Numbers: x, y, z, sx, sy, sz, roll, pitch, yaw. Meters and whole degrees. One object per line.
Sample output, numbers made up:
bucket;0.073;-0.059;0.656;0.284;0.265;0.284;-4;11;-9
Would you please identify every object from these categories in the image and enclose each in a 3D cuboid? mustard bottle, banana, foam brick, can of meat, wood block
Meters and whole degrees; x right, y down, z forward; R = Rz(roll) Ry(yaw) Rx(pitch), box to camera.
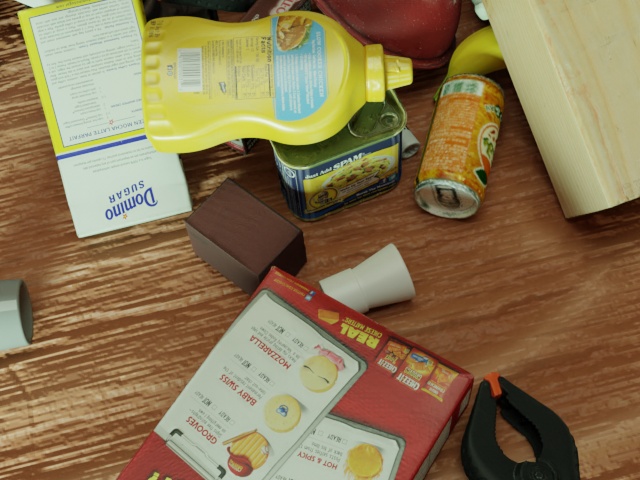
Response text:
mustard bottle;-0.030;-0.116;0.767;0.191;0.058;0.096;-3;74;2
banana;0.192;-0.147;0.869;0.198;0.070;0.037;1;34;6
foam brick;-0.055;0.001;0.806;0.078;0.053;0.051;36;69;21
can of meat;0.014;-0.067;0.821;0.102;0.084;0.057;-21;61;-8
wood block;0.199;-0.130;0.792;0.090;0.091;0.206;-21;88;-8

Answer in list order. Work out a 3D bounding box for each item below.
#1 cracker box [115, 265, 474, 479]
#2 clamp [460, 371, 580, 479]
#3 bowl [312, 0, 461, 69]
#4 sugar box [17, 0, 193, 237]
cracker box;-0.021;0.146;0.712;0.164;0.072;0.213;28;67;19
clamp;0.134;0.170;0.702;0.120;0.039;0.171;-16;54;-23
bowl;0.060;-0.217;0.872;0.162;0.055;0.162;22;43;-23
sugar box;-0.163;-0.098;0.824;0.093;0.048;0.176;-13;99;-4
